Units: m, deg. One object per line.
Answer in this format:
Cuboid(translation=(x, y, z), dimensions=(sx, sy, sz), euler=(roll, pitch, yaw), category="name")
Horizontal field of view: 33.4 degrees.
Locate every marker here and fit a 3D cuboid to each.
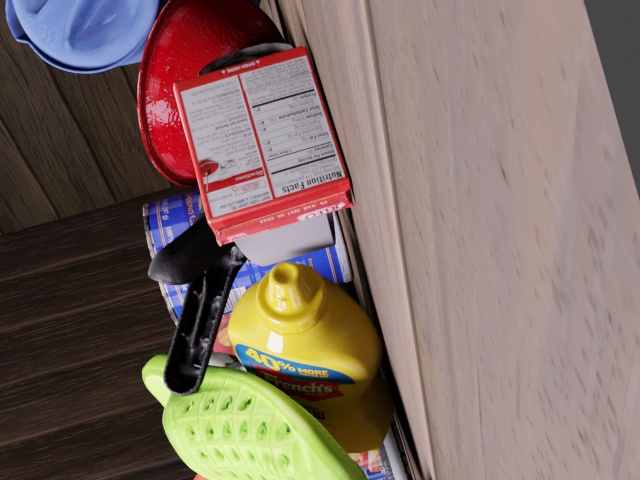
Cuboid(translation=(0.056, 0.168, 0.736), dimensions=(0.020, 0.020, 0.121), euler=(75, 179, -48), category="marker")

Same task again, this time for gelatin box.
Cuboid(translation=(-0.029, -0.049, 0.547), dimensions=(0.030, 0.073, 0.089), euler=(73, 180, -65), category="gelatin box")

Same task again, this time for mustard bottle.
Cuboid(translation=(-0.008, 0.070, 0.669), dimensions=(0.191, 0.096, 0.058), euler=(78, -148, -56), category="mustard bottle")

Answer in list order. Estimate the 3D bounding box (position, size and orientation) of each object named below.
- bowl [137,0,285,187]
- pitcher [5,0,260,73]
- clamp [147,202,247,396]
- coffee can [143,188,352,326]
Cuboid(translation=(-0.067, -0.115, 0.809), dimensions=(0.161, 0.055, 0.162), euler=(-34, -49, -52), category="bowl")
Cuboid(translation=(-0.131, -0.217, 0.884), dimensions=(0.242, 0.149, 0.145), euler=(-33, -37, -67), category="pitcher")
Cuboid(translation=(-0.063, 0.010, 0.661), dimensions=(0.171, 0.039, 0.120), euler=(-62, -11, -48), category="clamp")
Cuboid(translation=(-0.055, 0.001, 0.832), dimensions=(0.103, 0.140, 0.103), euler=(166, 89, -89), category="coffee can")
